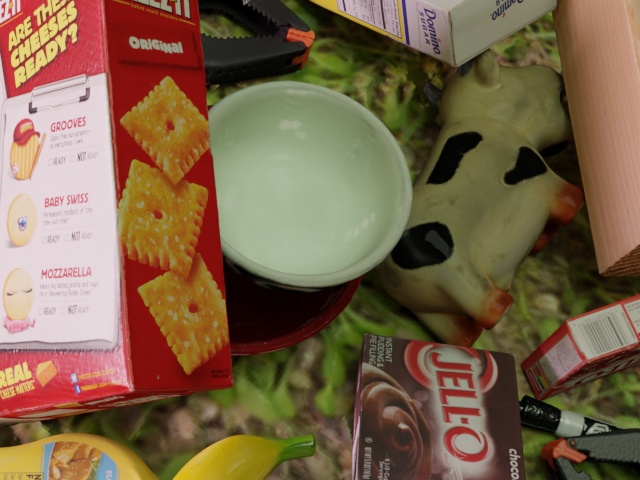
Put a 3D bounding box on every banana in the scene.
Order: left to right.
[{"bbox_3d":[-0.059,0.170,0.497,0.069,0.037,0.197,17,63,2],"label":"banana"}]

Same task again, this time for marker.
[{"bbox_3d":[0.172,0.118,0.640,0.121,0.020,0.020,18,62,-2],"label":"marker"}]

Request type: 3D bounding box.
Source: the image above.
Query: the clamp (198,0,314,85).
[{"bbox_3d":[-0.107,-0.165,0.715,0.210,0.036,0.164,9,63,-9],"label":"clamp"}]

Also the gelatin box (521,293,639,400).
[{"bbox_3d":[0.175,0.061,0.638,0.089,0.073,0.030,-16,69,-19],"label":"gelatin box"}]

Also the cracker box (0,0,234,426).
[{"bbox_3d":[-0.129,-0.020,0.545,0.071,0.164,0.214,7,72,-48],"label":"cracker box"}]

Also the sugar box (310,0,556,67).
[{"bbox_3d":[0.059,-0.177,0.704,0.093,0.048,0.176,-33,41,-24],"label":"sugar box"}]

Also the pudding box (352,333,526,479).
[{"bbox_3d":[0.064,0.106,0.590,0.090,0.039,0.113,7,42,-1],"label":"pudding box"}]
